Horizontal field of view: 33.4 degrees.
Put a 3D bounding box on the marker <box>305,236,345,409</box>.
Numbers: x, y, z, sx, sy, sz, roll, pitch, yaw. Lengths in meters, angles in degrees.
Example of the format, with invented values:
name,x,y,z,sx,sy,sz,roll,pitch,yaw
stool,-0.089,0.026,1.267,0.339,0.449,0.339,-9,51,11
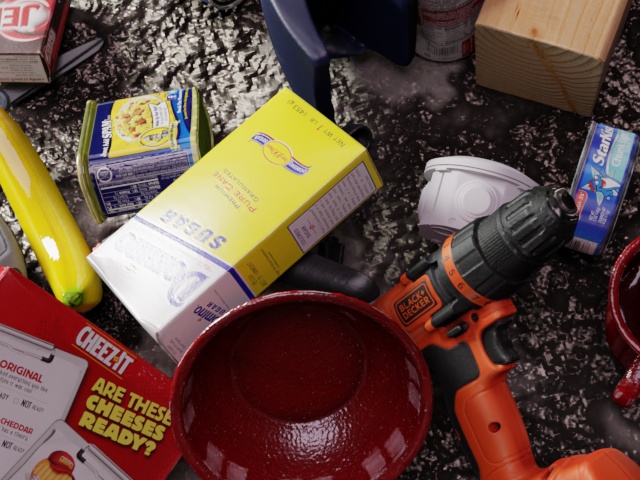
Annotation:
name,x,y,z,sx,sy,sz,roll,pitch,yaw
marker,0.004,0.056,0.739,0.020,0.020,0.121,2,73,9

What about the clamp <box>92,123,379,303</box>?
name,x,y,z,sx,sy,sz,roll,pitch,yaw
clamp,-0.055,0.001,0.734,0.210,0.036,0.164,-16,43,7

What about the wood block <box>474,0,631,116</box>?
name,x,y,z,sx,sy,sz,roll,pitch,yaw
wood block,0.187,-0.207,0.759,0.090,0.091,0.206,19,76,14

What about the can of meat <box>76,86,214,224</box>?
name,x,y,z,sx,sy,sz,roll,pitch,yaw
can of meat,-0.122,-0.064,0.761,0.084,0.057,0.102,-10,38,3

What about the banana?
name,x,y,z,sx,sy,sz,roll,pitch,yaw
banana,-0.197,-0.016,0.767,0.037,0.070,0.198,-24,58,-17

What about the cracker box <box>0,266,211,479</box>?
name,x,y,z,sx,sy,sz,roll,pitch,yaw
cracker box,-0.199,0.147,0.670,0.164,0.072,0.213,39,76,-21

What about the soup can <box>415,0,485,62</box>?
name,x,y,z,sx,sy,sz,roll,pitch,yaw
soup can,0.087,-0.178,0.758,0.068,0.102,0.068,-3,72,8

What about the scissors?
name,x,y,z,sx,sy,sz,roll,pitch,yaw
scissors,-0.252,-0.085,0.822,0.201,0.016,0.096,-17,88,-9

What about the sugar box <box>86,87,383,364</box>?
name,x,y,z,sx,sy,sz,roll,pitch,yaw
sugar box,-0.056,-0.013,0.689,0.176,0.048,0.093,-41,51,-10

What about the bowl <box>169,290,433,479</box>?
name,x,y,z,sx,sy,sz,roll,pitch,yaw
bowl,-0.013,0.092,0.672,0.162,0.055,0.162,-1,114,-3

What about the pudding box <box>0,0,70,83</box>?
name,x,y,z,sx,sy,sz,roll,pitch,yaw
pudding box,-0.256,-0.165,0.823,0.113,0.039,0.090,0,54,4

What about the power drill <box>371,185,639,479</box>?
name,x,y,z,sx,sy,sz,roll,pitch,yaw
power drill,0.120,0.081,0.649,0.057,0.185,0.188,-10,67,-41
